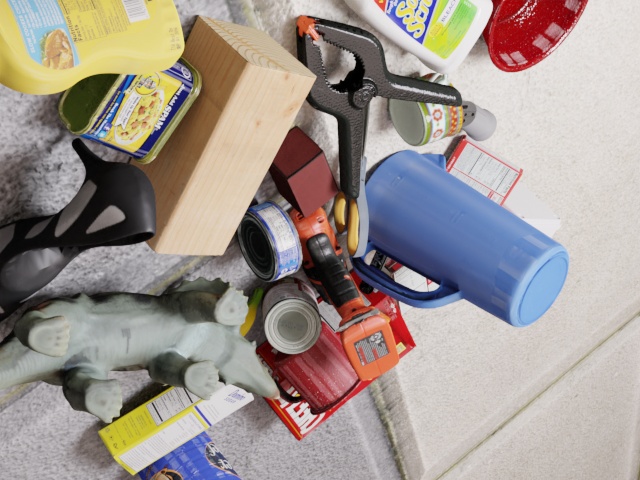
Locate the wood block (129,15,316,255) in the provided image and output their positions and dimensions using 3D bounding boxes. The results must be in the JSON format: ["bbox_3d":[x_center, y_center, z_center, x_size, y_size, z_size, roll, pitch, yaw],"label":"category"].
[{"bbox_3d":[-0.104,-0.094,1.012,0.090,0.091,0.206,2,125,-48],"label":"wood block"}]

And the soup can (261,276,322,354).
[{"bbox_3d":[-0.035,0.087,1.256,0.068,0.068,0.102,-49,-169,6],"label":"soup can"}]

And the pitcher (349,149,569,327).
[{"bbox_3d":[0.160,0.008,1.260,0.144,0.243,0.149,-10,125,-47],"label":"pitcher"}]

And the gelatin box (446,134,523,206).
[{"bbox_3d":[0.202,-0.080,1.358,0.073,0.089,0.030,-60,178,22],"label":"gelatin box"}]

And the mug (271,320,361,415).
[{"bbox_3d":[-0.011,0.157,1.302,0.117,0.081,0.093,-35,-168,29],"label":"mug"}]

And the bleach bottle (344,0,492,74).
[{"bbox_3d":[0.069,-0.247,1.060,0.250,0.068,0.103,13,116,-49],"label":"bleach bottle"}]

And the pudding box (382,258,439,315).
[{"bbox_3d":[0.126,0.041,1.452,0.090,0.039,0.113,-34,143,-14],"label":"pudding box"}]

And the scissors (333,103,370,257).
[{"bbox_3d":[0.037,-0.083,1.229,0.016,0.096,0.202,-3,100,-19],"label":"scissors"}]

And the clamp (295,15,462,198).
[{"bbox_3d":[0.049,-0.159,1.102,0.164,0.036,0.210,-37,128,-1],"label":"clamp"}]

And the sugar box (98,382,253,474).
[{"bbox_3d":[-0.171,0.209,1.283,0.176,0.048,0.093,-33,157,-9],"label":"sugar box"}]

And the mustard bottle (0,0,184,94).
[{"bbox_3d":[-0.207,-0.163,0.826,0.191,0.096,0.058,-19,174,-32],"label":"mustard bottle"}]

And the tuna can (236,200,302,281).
[{"bbox_3d":[-0.058,0.001,1.170,0.033,0.086,0.086,-23,141,-28],"label":"tuna can"}]

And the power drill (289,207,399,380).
[{"bbox_3d":[0.026,0.069,1.244,0.057,0.188,0.184,-28,142,-3],"label":"power drill"}]

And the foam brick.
[{"bbox_3d":[-0.021,-0.073,1.158,0.051,0.053,0.078,-38,147,-10],"label":"foam brick"}]

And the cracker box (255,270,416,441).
[{"bbox_3d":[0.015,0.154,1.424,0.213,0.072,0.164,-39,146,-8],"label":"cracker box"}]

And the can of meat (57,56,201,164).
[{"bbox_3d":[-0.169,-0.127,0.940,0.102,0.057,0.083,-53,144,13],"label":"can of meat"}]

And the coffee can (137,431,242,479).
[{"bbox_3d":[-0.158,0.305,1.340,0.102,0.140,0.103,-28,143,-24],"label":"coffee can"}]

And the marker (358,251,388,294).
[{"bbox_3d":[0.071,0.030,1.339,0.121,0.020,0.020,-60,170,-54],"label":"marker"}]

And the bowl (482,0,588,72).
[{"bbox_3d":[0.234,-0.274,1.212,0.161,0.055,0.162,-28,143,-24],"label":"bowl"}]
